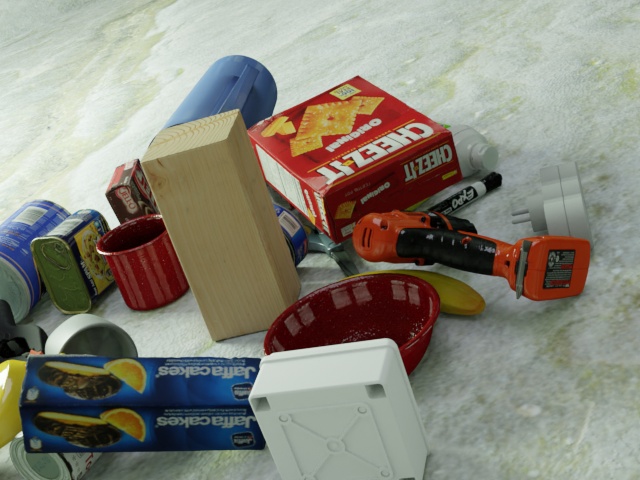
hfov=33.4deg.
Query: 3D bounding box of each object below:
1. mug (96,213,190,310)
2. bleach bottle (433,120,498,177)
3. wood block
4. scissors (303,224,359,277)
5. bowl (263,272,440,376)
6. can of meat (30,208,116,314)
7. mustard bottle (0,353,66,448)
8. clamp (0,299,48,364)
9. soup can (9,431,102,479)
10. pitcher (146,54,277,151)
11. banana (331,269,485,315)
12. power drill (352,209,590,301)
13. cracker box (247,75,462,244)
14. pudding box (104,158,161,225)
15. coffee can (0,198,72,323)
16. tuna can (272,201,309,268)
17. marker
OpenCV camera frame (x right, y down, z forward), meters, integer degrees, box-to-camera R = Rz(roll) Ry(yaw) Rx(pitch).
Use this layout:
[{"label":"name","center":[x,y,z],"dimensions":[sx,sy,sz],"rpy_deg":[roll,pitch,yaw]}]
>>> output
[{"label":"mug","center":[-0.205,0.025,1.224],"dimensions":[0.117,0.081,0.093],"rpy_deg":[10,37,46]},{"label":"bleach bottle","center":[0.109,-0.113,1.321],"dimensions":[0.102,0.068,0.251],"rpy_deg":[-34,31,-31]},{"label":"wood block","center":[-0.096,-0.014,1.079],"dimensions":[0.091,0.206,0.090],"rpy_deg":[-14,24,12]},{"label":"scissors","center":[-0.003,0.012,1.187],"dimensions":[0.096,0.016,0.201],"rpy_deg":[-13,24,6]},{"label":"bowl","center":[0.034,0.093,0.944],"dimensions":[0.162,0.055,0.162],"rpy_deg":[-16,25,7]},{"label":"can of meat","center":[-0.284,0.023,1.263],"dimensions":[0.058,0.102,0.083],"rpy_deg":[-4,26,29]},{"label":"mustard bottle","center":[-0.312,0.163,0.986],"dimensions":[0.191,0.058,0.096],"rpy_deg":[-34,25,2]},{"label":"clamp","center":[-0.348,0.114,1.182],"dimensions":[0.172,0.039,0.120],"rpy_deg":[2,50,34]},{"label":"soup can","center":[-0.219,0.168,0.952],"dimensions":[0.069,0.068,0.102],"rpy_deg":[-3,29,30]},{"label":"pitcher","center":[-0.127,-0.157,1.403],"dimensions":[0.149,0.145,0.242],"rpy_deg":[-10,31,18]},{"label":"banana","center":[0.063,0.058,1.029],"dimensions":[0.198,0.037,0.069],"rpy_deg":[-12,51,20]},{"label":"power drill","center":[0.149,0.010,0.994],"dimensions":[0.188,0.057,0.184],"rpy_deg":[11,9,38]},{"label":"cracker box","center":[0.032,-0.099,1.203],"dimensions":[0.164,0.072,0.214],"rpy_deg":[-28,34,-14]},{"label":"pudding box","center":[-0.222,-0.034,1.323],"dimensions":[0.039,0.113,0.090],"rpy_deg":[-19,24,8]},{"label":"coffee can","center":[-0.369,0.026,1.313],"dimensions":[0.103,0.103,0.140],"rpy_deg":[-7,27,24]},{"label":"tuna can","center":[-0.058,0.001,1.166],"dimensions":[0.086,0.086,0.033],"rpy_deg":[-2,31,31]},{"label":"marker","center":[0.157,-0.045,1.194],"dimensions":[0.121,0.020,0.020],"rpy_deg":[-29,26,-23]}]
